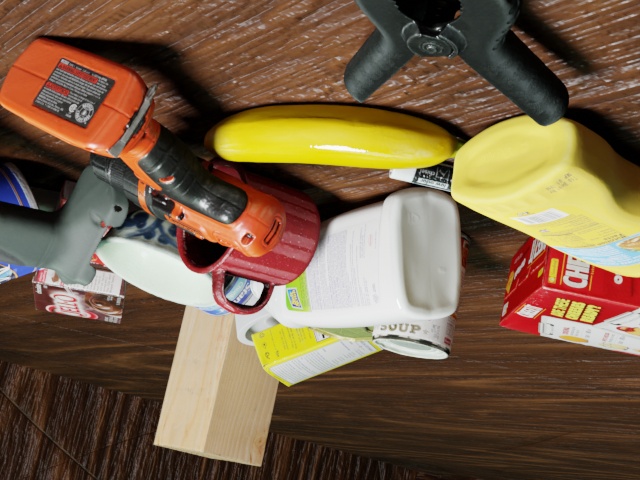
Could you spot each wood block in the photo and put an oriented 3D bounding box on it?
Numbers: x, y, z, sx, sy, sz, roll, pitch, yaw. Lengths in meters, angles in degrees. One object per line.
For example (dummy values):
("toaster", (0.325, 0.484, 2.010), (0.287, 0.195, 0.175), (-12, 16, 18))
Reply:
("wood block", (-0.104, 0.138, 1.192), (0.090, 0.206, 0.090), (-3, 160, 45))

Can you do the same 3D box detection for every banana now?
("banana", (0.001, -0.064, 0.701), (0.198, 0.037, 0.069), (6, 164, 21))

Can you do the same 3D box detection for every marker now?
("marker", (0.109, -0.039, 0.745), (0.121, 0.020, 0.020), (13, 165, -4))

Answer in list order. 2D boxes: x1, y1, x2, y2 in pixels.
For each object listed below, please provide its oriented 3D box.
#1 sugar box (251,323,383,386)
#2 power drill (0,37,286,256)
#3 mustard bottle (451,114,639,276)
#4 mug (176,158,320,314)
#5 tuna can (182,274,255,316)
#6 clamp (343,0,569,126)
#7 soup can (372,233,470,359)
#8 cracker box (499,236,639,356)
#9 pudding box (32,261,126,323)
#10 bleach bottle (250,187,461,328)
("sugar box", (0.027, 0.092, 1.094), (0.176, 0.048, 0.093), (-24, 157, 8))
("power drill", (-0.129, -0.064, 0.730), (0.185, 0.057, 0.187), (22, 170, 32))
("mustard bottle", (0.181, -0.019, 0.687), (0.191, 0.058, 0.096), (23, 155, -35))
("mug", (-0.056, 0.001, 0.841), (0.081, 0.117, 0.093), (17, 161, -38))
("tuna can", (-0.099, 0.027, 1.017), (0.086, 0.086, 0.033), (1, 160, 36))
("clamp", (0.049, -0.105, 0.515), (0.120, 0.039, 0.171), (1, 156, 22))
("soup can", (0.085, 0.043, 0.901), (0.068, 0.102, 0.068), (11, 165, 3))
("cracker box", (0.263, 0.043, 0.827), (0.213, 0.072, 0.164), (12, 165, 2))
("pudding box", (-0.242, 0.049, 1.081), (0.090, 0.039, 0.114), (9, 158, -10))
("bleach bottle", (0.013, 0.022, 0.889), (0.067, 0.102, 0.251), (2, 174, -32))
